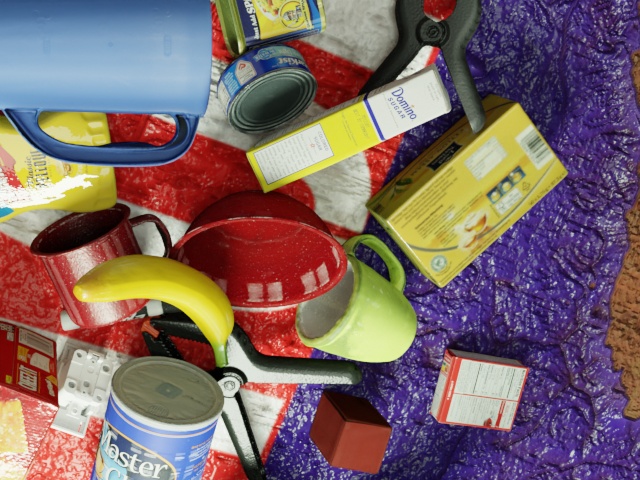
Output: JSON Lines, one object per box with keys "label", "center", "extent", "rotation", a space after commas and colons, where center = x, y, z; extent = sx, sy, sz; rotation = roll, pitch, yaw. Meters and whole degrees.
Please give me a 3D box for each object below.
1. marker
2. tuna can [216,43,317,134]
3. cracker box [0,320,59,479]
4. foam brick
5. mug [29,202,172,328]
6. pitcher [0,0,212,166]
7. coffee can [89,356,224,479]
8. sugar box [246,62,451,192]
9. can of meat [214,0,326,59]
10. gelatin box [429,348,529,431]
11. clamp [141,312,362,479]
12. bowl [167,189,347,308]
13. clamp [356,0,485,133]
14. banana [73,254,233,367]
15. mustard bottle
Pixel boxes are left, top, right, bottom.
{"label": "marker", "center": [-0.178, 0.065, 0.987], "extent": [0.121, 0.020, 0.020], "rotation": [-9, 107, -3]}
{"label": "tuna can", "center": [-0.048, -0.134, 0.947], "extent": [0.086, 0.034, 0.086], "rotation": [-21, 154, -11]}
{"label": "cracker box", "center": [-0.301, 0.192, 0.921], "extent": [0.072, 0.164, 0.214], "rotation": [26, 96, -19]}
{"label": "foam brick", "center": [0.029, 0.190, 1.062], "extent": [0.053, 0.078, 0.051], "rotation": [15, 99, -20]}
{"label": "mug", "center": [-0.187, 0.019, 0.948], "extent": [0.117, 0.093, 0.081], "rotation": [-26, 115, -15]}
{"label": "pitcher", "center": [-0.209, -0.152, 0.855], "extent": [0.242, 0.149, 0.145], "rotation": [-3, 142, -13]}
{"label": "coffee can", "center": [-0.154, 0.192, 0.980], "extent": [0.102, 0.103, 0.140], "rotation": [8, 117, -18]}
{"label": "sugar box", "center": [0.028, -0.100, 0.943], "extent": [0.176, 0.093, 0.048], "rotation": [-21, 99, 11]}
{"label": "can of meat", "center": [-0.048, -0.220, 0.937], "extent": [0.083, 0.057, 0.102], "rotation": [-18, 109, -13]}
{"label": "gelatin box", "center": [0.166, 0.157, 1.118], "extent": [0.089, 0.030, 0.073], "rotation": [10, 101, -19]}
{"label": "clamp", "center": [-0.076, 0.126, 1.024], "extent": [0.165, 0.036, 0.210], "rotation": [-43, 107, 14]}
{"label": "bowl", "center": [-0.056, 0.001, 0.971], "extent": [0.162, 0.055, 0.162], "rotation": [-1, 149, -1]}
{"label": "clamp", "center": [0.113, -0.182, 0.986], "extent": [0.120, 0.039, 0.171], "rotation": [18, 98, 1]}
{"label": "banana", "center": [-0.131, 0.049, 0.924], "extent": [0.197, 0.037, 0.069], "rotation": [34, 53, -47]}
{"label": "mustard bottle", "center": [-0.276, -0.063, 0.914], "extent": [0.191, 0.058, 0.096], "rotation": [-9, 112, -13]}
